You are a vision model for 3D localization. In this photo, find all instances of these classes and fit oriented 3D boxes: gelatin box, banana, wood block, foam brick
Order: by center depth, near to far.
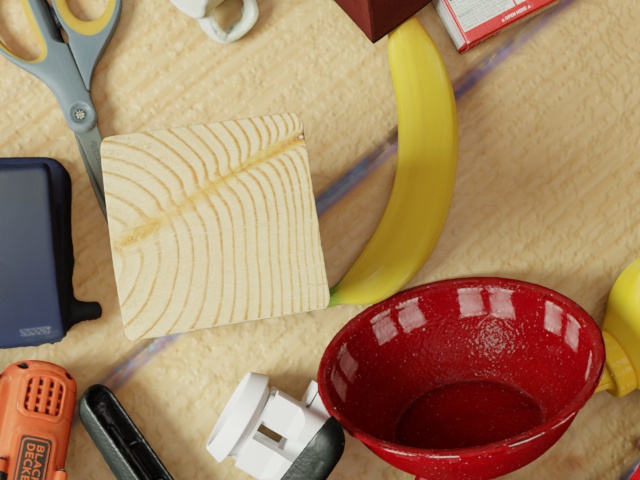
[{"bbox_3d":[-0.054,0.000,0.559,0.090,0.206,0.090,-8,86,-5],"label":"wood block"},{"bbox_3d":[0.027,-0.170,0.643,0.053,0.051,0.078,-38,69,-7],"label":"foam brick"},{"bbox_3d":[0.050,-0.042,0.655,0.069,0.037,0.198,17,85,-3],"label":"banana"},{"bbox_3d":[0.101,-0.174,0.672,0.073,0.030,0.089,-28,88,-5],"label":"gelatin box"}]

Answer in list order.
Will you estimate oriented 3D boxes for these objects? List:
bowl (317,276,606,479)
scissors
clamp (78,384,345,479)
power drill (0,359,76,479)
[{"bbox_3d":[0.082,0.087,0.609,0.162,0.162,0.055,-16,120,-6],"label":"bowl"},{"bbox_3d":[-0.134,-0.092,0.652,0.096,0.016,0.202,-35,88,-8],"label":"scissors"},{"bbox_3d":[-0.050,0.181,0.599,0.165,0.036,0.210,-4,101,28],"label":"clamp"},{"bbox_3d":[-0.226,0.136,0.553,0.187,0.057,0.184,19,57,-25],"label":"power drill"}]
